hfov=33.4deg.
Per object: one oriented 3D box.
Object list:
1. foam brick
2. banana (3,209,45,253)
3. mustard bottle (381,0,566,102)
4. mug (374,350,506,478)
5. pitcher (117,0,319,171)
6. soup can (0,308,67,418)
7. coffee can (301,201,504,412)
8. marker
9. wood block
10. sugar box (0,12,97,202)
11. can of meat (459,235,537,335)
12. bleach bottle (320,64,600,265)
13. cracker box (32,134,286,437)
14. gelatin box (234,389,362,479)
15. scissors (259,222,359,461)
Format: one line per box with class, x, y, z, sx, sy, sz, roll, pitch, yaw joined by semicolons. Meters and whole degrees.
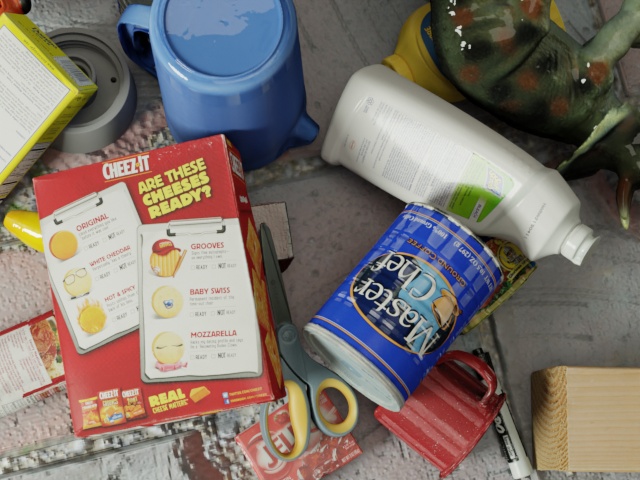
foam brick;-0.056;0.001;0.940;0.053;0.078;0.051;-7;80;-12
banana;-0.176;-0.012;0.948;0.197;0.037;0.069;-13;74;-10
mustard bottle;0.131;-0.185;1.011;0.191;0.058;0.096;-28;90;-12
mug;0.106;0.137;0.919;0.081;0.117;0.093;38;43;6
pitcher;-0.084;-0.147;0.880;0.149;0.243;0.145;-18;84;-4
soup can;-0.256;0.107;0.896;0.102;0.068;0.068;-23;83;-11
coffee can;0.067;0.053;0.872;0.103;0.103;0.140;41;76;1
marker;0.163;0.155;0.968;0.020;0.020;0.121;-18;82;-11
wood block;0.301;0.160;0.951;0.206;0.090;0.091;2;79;-8
sugar box;-0.282;-0.097;0.909;0.093;0.048;0.176;46;107;2
can of meat;0.135;0.025;0.972;0.102;0.057;0.084;-40;89;-13
bleach bottle;0.123;-0.052;0.921;0.251;0.103;0.067;35;34;21
cracker box;-0.129;0.039;0.865;0.164;0.072;0.214;-12;82;6
gelatin box;-0.020;0.179;0.933;0.089;0.030;0.073;-31;84;-13
scissors;-0.010;0.087;0.907;0.096;0.016;0.202;2;92;-19
